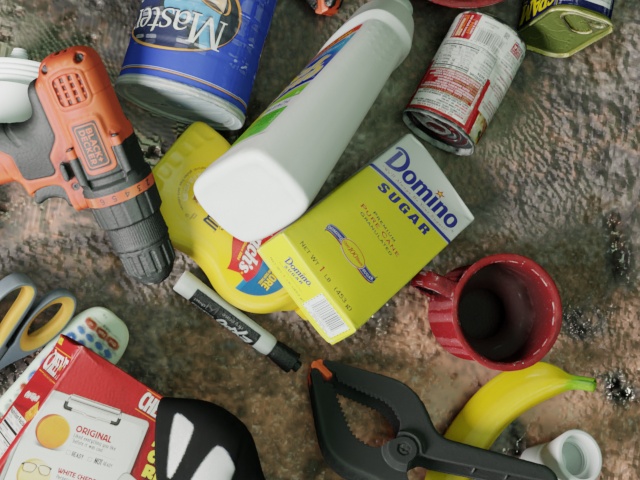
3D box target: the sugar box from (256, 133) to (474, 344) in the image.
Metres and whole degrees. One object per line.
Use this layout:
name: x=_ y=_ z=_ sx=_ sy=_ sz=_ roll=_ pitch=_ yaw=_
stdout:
sugar box: x=0.041 y=-0.006 z=0.839 sx=0.176 sy=0.048 sz=0.093 roll=-40 pitch=96 yaw=-37

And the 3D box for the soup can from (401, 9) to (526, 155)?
soup can: x=0.120 y=-0.132 z=0.890 sx=0.068 sy=0.069 sz=0.102 roll=31 pitch=80 yaw=-9

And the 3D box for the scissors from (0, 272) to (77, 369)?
scissors: x=-0.246 y=0.101 z=0.795 sx=0.016 sy=0.096 sz=0.202 roll=45 pitch=119 yaw=25

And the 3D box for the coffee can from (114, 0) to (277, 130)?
coffee can: x=-0.091 y=-0.168 z=0.828 sx=0.102 sy=0.103 sz=0.140 roll=17 pitch=82 yaw=-11

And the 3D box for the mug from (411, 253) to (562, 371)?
mug: x=0.127 y=0.054 z=0.871 sx=0.117 sy=0.082 sz=0.093 roll=22 pitch=81 yaw=-10

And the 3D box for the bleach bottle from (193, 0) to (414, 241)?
bleach bottle: x=0.004 y=-0.112 z=0.834 sx=0.068 sy=0.103 sz=0.250 roll=46 pitch=52 yaw=-15

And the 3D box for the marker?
marker: x=-0.065 y=0.067 z=0.859 sx=0.121 sy=0.020 sz=0.020 roll=38 pitch=79 yaw=-7

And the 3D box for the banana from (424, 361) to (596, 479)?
banana: x=0.136 y=0.165 z=0.877 sx=0.197 sy=0.070 sz=0.037 roll=-46 pitch=137 yaw=-6

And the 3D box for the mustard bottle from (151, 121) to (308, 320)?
mustard bottle: x=-0.055 y=0.001 z=0.847 sx=0.191 sy=0.058 sz=0.096 roll=40 pitch=76 yaw=-7

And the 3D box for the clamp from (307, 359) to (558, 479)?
clamp: x=0.059 y=0.178 z=0.827 sx=0.210 sy=0.036 sz=0.164 roll=38 pitch=59 yaw=16

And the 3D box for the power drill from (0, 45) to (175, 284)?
power drill: x=-0.214 y=-0.032 z=0.781 sx=0.187 sy=0.057 sz=0.184 roll=-17 pitch=108 yaw=5

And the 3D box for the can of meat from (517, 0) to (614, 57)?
can of meat: x=0.210 y=-0.211 z=0.899 sx=0.057 sy=0.102 sz=0.084 roll=15 pitch=81 yaw=-12

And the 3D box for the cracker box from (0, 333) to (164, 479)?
cracker box: x=-0.180 y=0.201 z=0.781 sx=0.164 sy=0.072 sz=0.213 roll=39 pitch=78 yaw=-26
